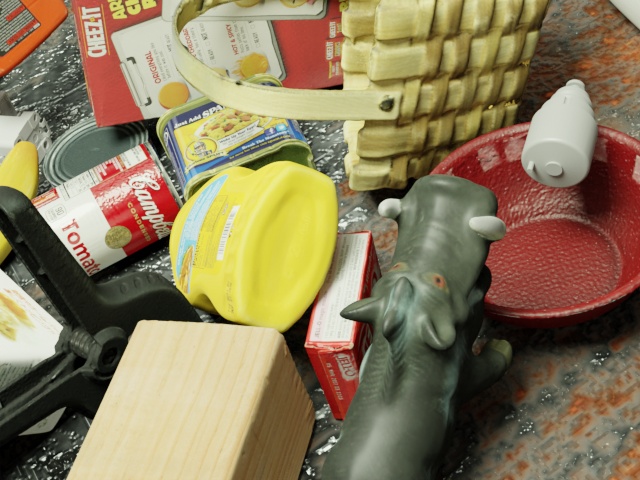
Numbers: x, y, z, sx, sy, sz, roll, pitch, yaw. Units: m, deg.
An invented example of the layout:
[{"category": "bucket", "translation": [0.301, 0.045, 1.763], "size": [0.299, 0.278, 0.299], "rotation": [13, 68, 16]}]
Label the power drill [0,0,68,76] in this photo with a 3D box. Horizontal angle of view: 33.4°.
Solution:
[{"category": "power drill", "translation": [-0.289, -0.154, 0.895], "size": [0.188, 0.057, 0.184], "rotation": [-25, 25, 46]}]

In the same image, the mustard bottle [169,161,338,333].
[{"category": "mustard bottle", "translation": [-0.054, 0.001, 0.675], "size": [0.192, 0.058, 0.096], "rotation": [6, 78, 67]}]

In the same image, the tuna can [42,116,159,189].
[{"category": "tuna can", "translation": [-0.169, -0.059, 0.830], "size": [0.086, 0.033, 0.086], "rotation": [-10, 45, 10]}]

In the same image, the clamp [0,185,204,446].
[{"category": "clamp", "translation": [-0.132, 0.051, 0.607], "size": [0.036, 0.165, 0.209], "rotation": [26, 16, 35]}]

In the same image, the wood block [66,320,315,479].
[{"category": "wood block", "translation": [-0.078, 0.151, 0.558], "size": [0.090, 0.091, 0.206], "rotation": [2, 48, 20]}]

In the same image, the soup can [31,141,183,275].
[{"category": "soup can", "translation": [-0.153, -0.018, 0.762], "size": [0.102, 0.068, 0.069], "rotation": [-28, 45, -8]}]

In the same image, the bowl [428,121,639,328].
[{"category": "bowl", "translation": [0.137, -0.001, 0.653], "size": [0.162, 0.055, 0.162], "rotation": [-10, 45, 10]}]

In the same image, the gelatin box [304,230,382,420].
[{"category": "gelatin box", "translation": [0.019, 0.051, 0.632], "size": [0.030, 0.073, 0.089], "rotation": [-3, 47, 15]}]

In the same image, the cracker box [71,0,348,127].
[{"category": "cracker box", "translation": [-0.077, -0.187, 0.796], "size": [0.213, 0.164, 0.072], "rotation": [-12, 39, -13]}]

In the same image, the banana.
[{"category": "banana", "translation": [-0.271, 0.006, 0.787], "size": [0.197, 0.069, 0.037], "rotation": [-42, 4, -23]}]

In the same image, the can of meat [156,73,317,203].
[{"category": "can of meat", "translation": [-0.061, -0.065, 0.784], "size": [0.102, 0.057, 0.084], "rotation": [-22, 46, -3]}]
